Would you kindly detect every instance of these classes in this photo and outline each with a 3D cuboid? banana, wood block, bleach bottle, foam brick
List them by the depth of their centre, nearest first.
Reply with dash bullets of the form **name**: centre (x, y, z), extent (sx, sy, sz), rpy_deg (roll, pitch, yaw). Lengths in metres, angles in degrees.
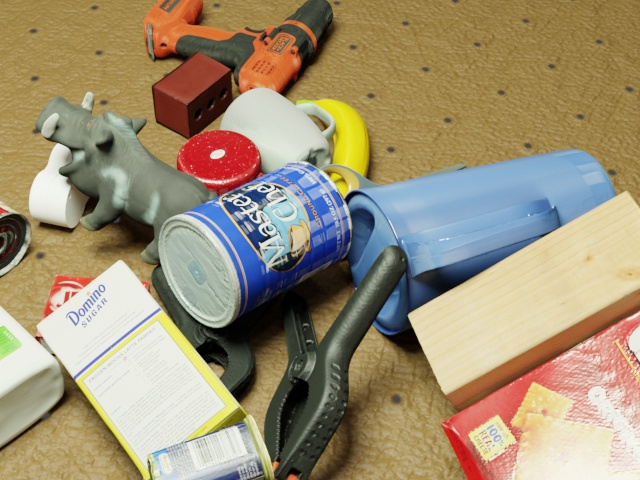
- **wood block**: centre (0.190, 0.062, 0.876), extent (0.206, 0.090, 0.090), rpy_deg (-31, 46, 9)
- **bleach bottle**: centre (-0.336, 0.076, 0.928), extent (0.251, 0.068, 0.102), rpy_deg (34, 54, 29)
- **banana**: centre (0.020, -0.090, 1.118), extent (0.070, 0.037, 0.198), rpy_deg (-24, 42, 14)
- **foam brick**: centre (-0.138, -0.158, 1.162), extent (0.051, 0.053, 0.078), rpy_deg (28, 53, 22)

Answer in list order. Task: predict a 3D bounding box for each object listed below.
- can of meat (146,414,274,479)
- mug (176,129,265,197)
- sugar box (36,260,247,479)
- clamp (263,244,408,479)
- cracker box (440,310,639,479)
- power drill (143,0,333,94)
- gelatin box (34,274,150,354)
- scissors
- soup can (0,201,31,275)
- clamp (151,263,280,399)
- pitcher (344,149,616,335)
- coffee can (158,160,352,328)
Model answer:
- **can of meat**: centre (-0.081, 0.187, 0.803), extent (0.083, 0.102, 0.057), rpy_deg (-16, 50, -14)
- **mug**: centre (-0.087, -0.050, 1.040), extent (0.117, 0.081, 0.093), rpy_deg (18, 49, 15)
- **sugar box**: centre (-0.146, 0.108, 0.873), extent (0.093, 0.048, 0.176), rpy_deg (-39, 60, -8)
- **clamp**: centre (0.003, 0.103, 0.875), extent (0.036, 0.165, 0.210), rpy_deg (31, 51, -23)
- **cracker box**: centre (0.220, 0.161, 0.798), extent (0.214, 0.072, 0.164), rpy_deg (-32, 48, 10)
- **power drill**: centre (-0.096, -0.244, 1.241), extent (0.188, 0.057, 0.184), rpy_deg (20, 49, 16)
- **gelatin box**: centre (-0.203, 0.068, 0.959), extent (0.089, 0.030, 0.073), rpy_deg (5, 46, 2)
- **scissors**: centre (0.062, -0.061, 1.071), extent (0.201, 0.016, 0.096), rpy_deg (-39, 100, -30)
- **soup can**: centre (-0.334, -0.017, 1.011), extent (0.102, 0.068, 0.068), rpy_deg (29, 52, 23)
- **clamp**: centre (-0.105, 0.083, 0.943), extent (0.120, 0.039, 0.171), rpy_deg (7, 43, 5)
- **pitcher**: centre (0.152, -0.008, 0.972), extent (0.242, 0.145, 0.149), rpy_deg (-15, 46, -20)
- **coffee can**: centre (-0.056, 0.001, 0.938), extent (0.140, 0.103, 0.103), rpy_deg (-28, 53, -36)
